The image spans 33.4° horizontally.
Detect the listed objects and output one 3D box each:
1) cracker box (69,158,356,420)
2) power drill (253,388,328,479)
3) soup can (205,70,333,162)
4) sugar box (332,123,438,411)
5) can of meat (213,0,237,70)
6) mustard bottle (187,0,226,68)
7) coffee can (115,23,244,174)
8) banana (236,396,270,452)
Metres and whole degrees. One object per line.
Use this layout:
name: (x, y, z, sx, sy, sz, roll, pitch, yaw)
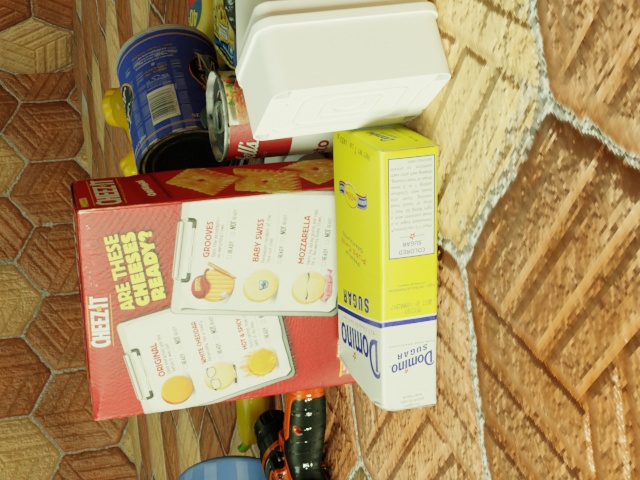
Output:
cracker box: (-0.068, 0.031, 0.781, 0.072, 0.213, 0.164, -128, 35, -62)
power drill: (-0.024, 0.152, 0.964, 0.185, 0.057, 0.188, -130, 35, -60)
soup can: (-0.030, -0.097, 0.806, 0.069, 0.102, 0.068, 174, 90, -74)
sugar box: (0.041, 0.014, 0.702, 0.093, 0.048, 0.176, -136, 43, -66)
can of meat: (-0.066, -0.208, 0.976, 0.102, 0.057, 0.084, -123, 29, -57)
mustard bottle: (-0.113, -0.261, 1.116, 0.096, 0.058, 0.192, -143, 48, -70)
coffee can: (-0.138, -0.125, 1.035, 0.103, 0.102, 0.140, 105, 154, -51)
banana: (-0.086, 0.142, 1.181, 0.070, 0.037, 0.198, -4, 90, 50)
